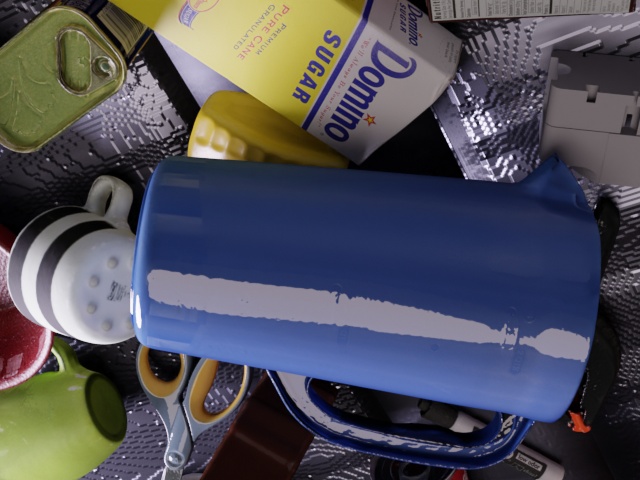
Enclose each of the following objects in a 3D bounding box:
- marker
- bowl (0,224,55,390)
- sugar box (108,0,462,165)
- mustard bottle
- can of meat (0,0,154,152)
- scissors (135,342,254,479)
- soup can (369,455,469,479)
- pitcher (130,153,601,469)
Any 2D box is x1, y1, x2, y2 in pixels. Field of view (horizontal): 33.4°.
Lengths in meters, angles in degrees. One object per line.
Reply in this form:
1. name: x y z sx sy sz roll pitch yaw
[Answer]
1. marker: 0.124 0.146 0.782 0.121 0.020 0.020 30 125 -9
2. bowl: -0.258 0.031 0.764 0.162 0.055 0.162 6 125 8
3. sugar box: -0.018 -0.121 0.590 0.176 0.048 0.093 33 137 -16
4. mustard bottle: -0.055 0.001 0.696 0.096 0.058 0.192 21 127 -3
5. can of meat: -0.147 -0.110 0.623 0.102 0.084 0.057 -30 114 28
6. scissors: -0.121 0.146 0.808 0.096 0.016 0.202 33 109 0
7. soup can: 0.083 0.200 0.798 0.069 0.068 0.102 -10 122 19
8. pitcher: 0.021 0.031 0.597 0.243 0.149 0.145 7 153 -2
